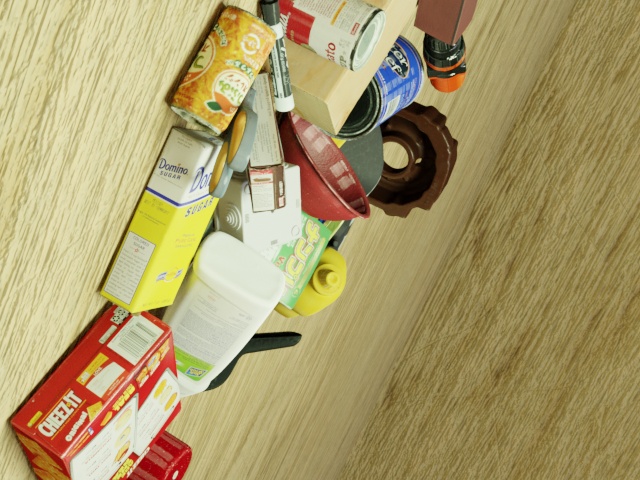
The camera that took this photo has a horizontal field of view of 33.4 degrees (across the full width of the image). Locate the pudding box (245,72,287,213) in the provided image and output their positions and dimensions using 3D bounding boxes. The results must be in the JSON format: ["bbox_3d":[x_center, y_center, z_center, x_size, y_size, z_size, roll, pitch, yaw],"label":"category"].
[{"bbox_3d":[-0.060,-0.098,1.069,0.090,0.039,0.113,89,-10,-63],"label":"pudding box"}]

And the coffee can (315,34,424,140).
[{"bbox_3d":[0.054,-0.189,1.290,0.140,0.103,0.103,-40,155,-56],"label":"coffee can"}]

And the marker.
[{"bbox_3d":[-0.043,-0.183,1.045,0.020,0.020,0.121,-49,141,-42],"label":"marker"}]

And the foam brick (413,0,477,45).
[{"bbox_3d":[0.142,-0.266,1.172,0.053,0.051,0.078,-53,164,-34],"label":"foam brick"}]

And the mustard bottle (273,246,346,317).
[{"bbox_3d":[-0.010,0.055,1.406,0.096,0.058,0.192,-56,-169,-13],"label":"mustard bottle"}]

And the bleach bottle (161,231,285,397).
[{"bbox_3d":[-0.137,0.100,1.170,0.251,0.102,0.068,-50,-168,42],"label":"bleach bottle"}]

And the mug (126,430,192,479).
[{"bbox_3d":[-0.215,0.275,1.286,0.117,0.081,0.093,-59,167,-9],"label":"mug"}]

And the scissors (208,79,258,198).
[{"bbox_3d":[-0.077,-0.114,0.995,0.096,0.016,0.201,-59,-162,31],"label":"scissors"}]

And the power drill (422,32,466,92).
[{"bbox_3d":[0.145,-0.293,1.317,0.184,0.057,0.187,59,26,-76],"label":"power drill"}]

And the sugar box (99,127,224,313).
[{"bbox_3d":[-0.142,-0.020,1.030,0.176,0.048,0.093,-63,167,11],"label":"sugar box"}]

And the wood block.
[{"bbox_3d":[0.027,-0.231,1.135,0.206,0.090,0.091,-58,166,-10],"label":"wood block"}]

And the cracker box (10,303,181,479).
[{"bbox_3d":[-0.221,0.177,1.088,0.164,0.072,0.214,-52,165,-27],"label":"cracker box"}]

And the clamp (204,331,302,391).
[{"bbox_3d":[-0.121,0.110,1.321,0.209,0.036,0.164,-35,120,-31],"label":"clamp"}]

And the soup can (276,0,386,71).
[{"bbox_3d":[0.005,-0.217,1.050,0.068,0.102,0.068,-56,166,-22],"label":"soup can"}]

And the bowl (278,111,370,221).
[{"bbox_3d":[-0.009,-0.079,1.249,0.055,0.162,0.162,-34,173,16],"label":"bowl"}]
